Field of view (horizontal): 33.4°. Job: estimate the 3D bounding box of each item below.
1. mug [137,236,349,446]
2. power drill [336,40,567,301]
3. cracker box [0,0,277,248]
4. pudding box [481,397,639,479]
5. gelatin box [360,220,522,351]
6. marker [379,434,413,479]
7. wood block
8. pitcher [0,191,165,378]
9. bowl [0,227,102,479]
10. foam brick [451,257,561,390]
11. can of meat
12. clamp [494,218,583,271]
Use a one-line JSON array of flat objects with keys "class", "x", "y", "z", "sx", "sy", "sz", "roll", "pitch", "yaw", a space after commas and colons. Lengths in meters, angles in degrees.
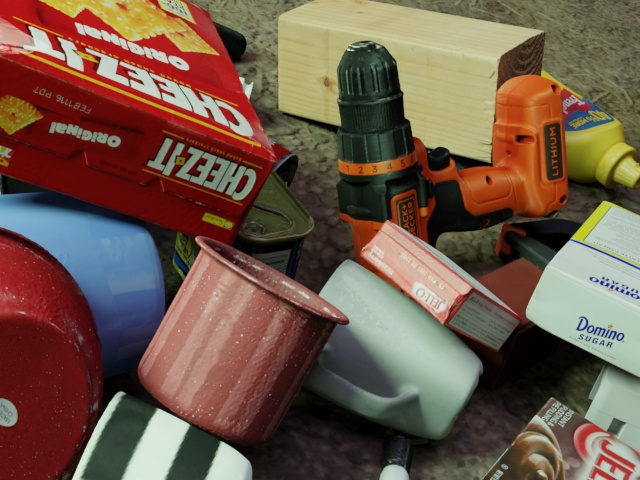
[{"class": "mug", "x": -0.045, "y": 0.054, "z": 0.579, "sx": 0.093, "sy": 0.081, "sz": 0.117, "roll": 29, "pitch": 3, "yaw": -3}, {"class": "power drill", "x": 0.091, "y": -0.061, "z": 0.751, "sx": 0.187, "sy": 0.184, "sz": 0.057, "roll": -20, "pitch": 24, "yaw": -32}, {"class": "cracker box", "x": -0.130, "y": -0.101, "z": 0.637, "sx": 0.164, "sy": 0.072, "sz": 0.214, "roll": 18, "pitch": 25, "yaw": -28}, {"class": "pudding box", "x": 0.143, "y": 0.149, "z": 0.603, "sx": 0.090, "sy": 0.039, "sz": 0.113, "roll": 31, "pitch": 38, "yaw": 21}, {"class": "gelatin box", "x": 0.074, "y": 0.029, "z": 0.647, "sx": 0.073, "sy": 0.030, "sz": 0.089, "roll": 41, "pitch": 7, "yaw": 33}, {"class": "marker", "x": 0.038, "y": 0.150, "z": 0.579, "sx": 0.020, "sy": 0.020, "sz": 0.121, "roll": 15, "pitch": 34, "yaw": 0}, {"class": "wood block", "x": 0.073, "y": -0.141, "z": 0.898, "sx": 0.206, "sy": 0.091, "sz": 0.090, "roll": 18, "pitch": 32, "yaw": 30}, {"class": "pitcher", "x": -0.205, "y": 0.049, "z": 0.553, "sx": 0.242, "sy": 0.149, "sz": 0.145, "roll": -10, "pitch": 26, "yaw": -37}, {"class": "bowl", "x": -0.158, "y": 0.073, "z": 0.485, "sx": 0.161, "sy": 0.162, "sz": 0.055, "roll": -19, "pitch": 19, "yaw": -39}, {"class": "foam brick", "x": 0.126, "y": 0.055, "z": 0.718, "sx": 0.078, "sy": 0.053, "sz": 0.051, "roll": -21, "pitch": 48, "yaw": -42}, {"class": "can of meat", "x": -0.054, "y": 0.001, "z": 0.699, "sx": 0.057, "sy": 0.084, "sz": 0.102, "roll": -9, "pitch": 41, "yaw": -31}, {"class": "clamp", "x": 0.219, "y": 0.027, "z": 0.806, "sx": 0.171, "sy": 0.039, "sz": 0.120, "roll": 8, "pitch": 30, "yaw": 1}]
